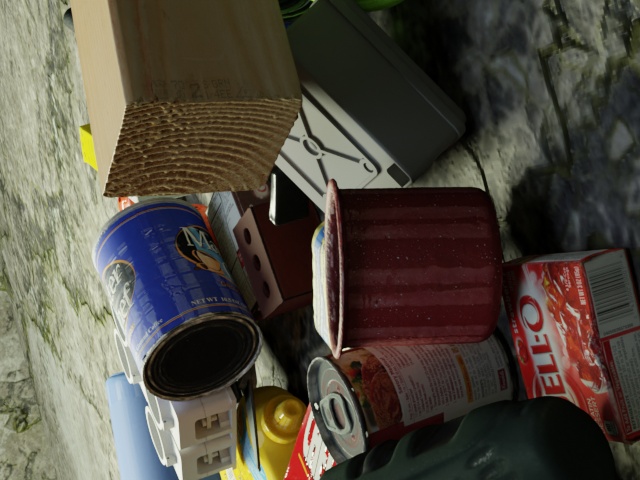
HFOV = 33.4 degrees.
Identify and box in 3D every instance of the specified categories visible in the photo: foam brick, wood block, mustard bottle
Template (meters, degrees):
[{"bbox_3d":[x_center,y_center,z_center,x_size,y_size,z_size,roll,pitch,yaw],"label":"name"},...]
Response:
[{"bbox_3d":[-0.026,0.011,0.812,0.078,0.051,0.053,70,156,12],"label":"foam brick"},{"bbox_3d":[-0.083,-0.135,0.573,0.091,0.090,0.206,121,140,-57],"label":"wood block"},{"bbox_3d":[-0.046,0.183,0.957,0.192,0.058,0.096,116,139,-58],"label":"mustard bottle"}]

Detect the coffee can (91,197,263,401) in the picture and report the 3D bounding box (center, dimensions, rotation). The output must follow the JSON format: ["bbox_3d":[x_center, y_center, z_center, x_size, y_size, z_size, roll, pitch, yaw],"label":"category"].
[{"bbox_3d":[-0.121,0.047,0.886,0.103,0.102,0.140,99,150,-44],"label":"coffee can"}]

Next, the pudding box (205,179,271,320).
[{"bbox_3d":[-0.056,0.001,0.891,0.090,0.039,0.113,123,130,-63],"label":"pudding box"}]

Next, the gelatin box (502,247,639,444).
[{"bbox_3d":[0.125,0.050,0.520,0.073,0.030,0.089,-8,97,67],"label":"gelatin box"}]

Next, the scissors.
[{"bbox_3d":[-0.071,0.122,0.931,0.096,0.016,0.202,125,149,-49],"label":"scissors"}]

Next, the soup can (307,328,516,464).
[{"bbox_3d":[0.052,0.085,0.614,0.069,0.102,0.068,46,144,49],"label":"soup can"}]

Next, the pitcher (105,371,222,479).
[{"bbox_3d":[-0.161,0.258,1.198,0.149,0.144,0.243,-19,83,55],"label":"pitcher"}]

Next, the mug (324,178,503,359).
[{"bbox_3d":[0.045,0.015,0.564,0.117,0.081,0.093,111,157,-79],"label":"mug"}]
